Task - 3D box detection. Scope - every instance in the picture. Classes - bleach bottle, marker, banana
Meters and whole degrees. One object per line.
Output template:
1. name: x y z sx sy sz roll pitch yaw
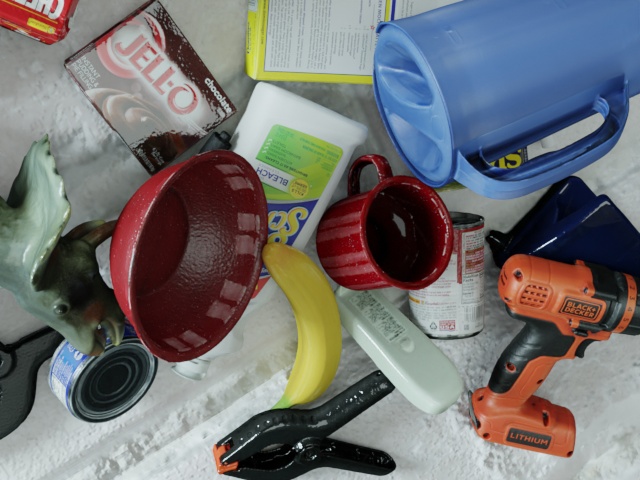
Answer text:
1. bleach bottle: -0.056 0.001 0.890 0.102 0.068 0.251 21 96 -20
2. marker: -0.114 -0.042 0.867 0.020 0.020 0.121 38 106 -20
3. banana: -0.013 0.074 0.899 0.069 0.037 0.198 -27 134 -31

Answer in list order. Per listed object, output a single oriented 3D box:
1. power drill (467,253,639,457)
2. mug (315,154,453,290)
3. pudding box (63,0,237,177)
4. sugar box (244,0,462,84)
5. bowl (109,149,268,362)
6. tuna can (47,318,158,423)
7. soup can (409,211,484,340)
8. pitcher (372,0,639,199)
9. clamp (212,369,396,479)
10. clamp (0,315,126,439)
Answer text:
1. power drill: 0.225 0.105 0.953 0.184 0.057 0.188 14 119 -7
2. mug: 0.047 -0.013 0.884 0.093 0.082 0.117 -13 90 -33
3. pudding box: -0.136 -0.122 0.853 0.090 0.039 0.113 -39 109 -8
4. sugar box: 0.029 -0.178 0.888 0.176 0.048 0.093 0 107 -19
5. bowl: -0.106 0.006 0.796 0.161 0.055 0.162 -33 131 -49
6. tuna can: -0.175 0.105 0.865 0.086 0.034 0.086 -28 137 -30
7. soup can: 0.111 0.030 0.941 0.068 0.069 0.102 -5 102 -16
8. pitcher: 0.174 -0.135 0.838 0.242 0.145 0.149 -22 103 -14
9. clamp: -0.007 0.167 0.935 0.171 0.039 0.120 -4 119 -18
10. clamp: -0.251 0.092 0.860 0.164 0.036 0.210 22 89 -19
